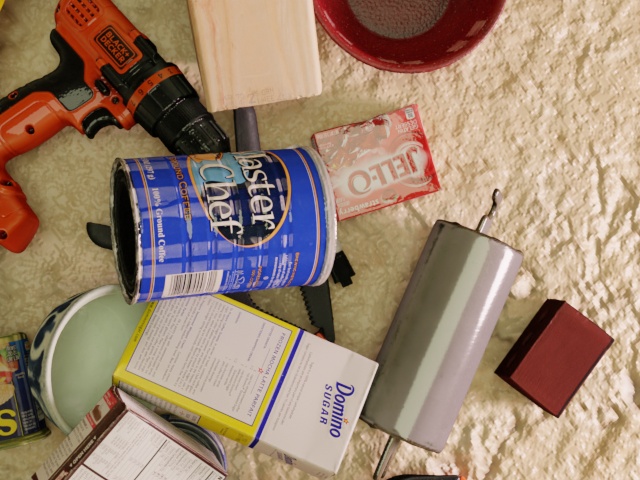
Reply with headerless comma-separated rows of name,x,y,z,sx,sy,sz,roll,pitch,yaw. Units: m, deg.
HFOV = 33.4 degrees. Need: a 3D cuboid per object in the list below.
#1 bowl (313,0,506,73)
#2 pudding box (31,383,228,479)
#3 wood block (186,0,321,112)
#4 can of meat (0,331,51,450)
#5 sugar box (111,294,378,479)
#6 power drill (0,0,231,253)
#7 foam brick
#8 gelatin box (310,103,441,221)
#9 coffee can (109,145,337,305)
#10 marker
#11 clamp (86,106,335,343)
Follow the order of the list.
bowl,0.065,-0.208,0.843,0.162,0.055,0.162,0,90,-4
pudding box,-0.136,0.172,0.776,0.090,0.039,0.113,-49,126,-4
wood block,-0.058,-0.209,0.768,0.090,0.091,0.206,-10,123,-5
can of meat,-0.266,0.121,0.817,0.102,0.057,0.084,-12,88,-4
sugar box,-0.055,0.100,0.792,0.176,0.048,0.093,26,67,-4
power drill,-0.185,-0.077,0.812,0.187,0.057,0.184,-41,78,-5
foam brick,0.185,0.093,0.851,0.051,0.053,0.078,37,86,-3
gelatin box,0.044,-0.062,0.853,0.089,0.030,0.073,-16,91,-4
coffee can,-0.071,-0.012,0.758,0.140,0.103,0.103,-5,90,-19
marker,-0.002,-0.019,0.855,0.020,0.020,0.121,-24,91,-4
clamp,-0.056,0.001,0.842,0.210,0.036,0.164,42,87,-1
